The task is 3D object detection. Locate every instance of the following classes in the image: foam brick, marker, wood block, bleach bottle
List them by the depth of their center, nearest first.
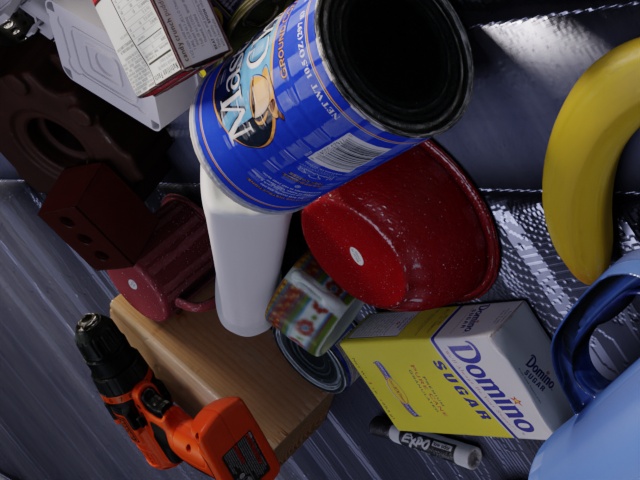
[{"bbox_3d":[-0.055,0.001,0.829,0.068,0.102,0.251,2,152,-3],"label":"bleach bottle"},{"bbox_3d":[-0.184,-0.020,0.887,0.053,0.051,0.078,-6,137,41],"label":"foam brick"},{"bbox_3d":[0.085,0.169,0.904,0.121,0.020,0.020,9,133,50],"label":"marker"},{"bbox_3d":[-0.095,0.117,1.011,0.206,0.090,0.090,40,149,15],"label":"wood block"}]

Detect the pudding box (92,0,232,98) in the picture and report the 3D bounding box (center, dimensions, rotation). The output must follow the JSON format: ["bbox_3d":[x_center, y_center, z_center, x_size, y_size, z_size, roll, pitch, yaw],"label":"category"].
[{"bbox_3d":[-0.103,-0.147,0.629,0.090,0.039,0.113,-7,110,63],"label":"pudding box"}]

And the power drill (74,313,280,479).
[{"bbox_3d":[-0.131,0.152,0.951,0.188,0.057,0.184,16,141,47],"label":"power drill"}]

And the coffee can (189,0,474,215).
[{"bbox_3d":[0.002,-0.083,0.604,0.103,0.102,0.141,53,144,-9],"label":"coffee can"}]

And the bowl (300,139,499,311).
[{"bbox_3d":[0.039,-0.006,0.716,0.162,0.055,0.162,33,148,24],"label":"bowl"}]

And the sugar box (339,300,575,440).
[{"bbox_3d":[0.098,0.095,0.769,0.093,0.048,0.177,55,152,-14],"label":"sugar box"}]

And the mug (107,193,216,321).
[{"bbox_3d":[-0.129,0.025,0.953,0.117,0.081,0.093,34,149,23],"label":"mug"}]

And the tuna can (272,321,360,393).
[{"bbox_3d":[0.000,0.088,0.905,0.086,0.033,0.086,34,148,24],"label":"tuna can"}]

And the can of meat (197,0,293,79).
[{"bbox_3d":[-0.070,-0.155,0.681,0.084,0.057,0.102,47,151,8],"label":"can of meat"}]
